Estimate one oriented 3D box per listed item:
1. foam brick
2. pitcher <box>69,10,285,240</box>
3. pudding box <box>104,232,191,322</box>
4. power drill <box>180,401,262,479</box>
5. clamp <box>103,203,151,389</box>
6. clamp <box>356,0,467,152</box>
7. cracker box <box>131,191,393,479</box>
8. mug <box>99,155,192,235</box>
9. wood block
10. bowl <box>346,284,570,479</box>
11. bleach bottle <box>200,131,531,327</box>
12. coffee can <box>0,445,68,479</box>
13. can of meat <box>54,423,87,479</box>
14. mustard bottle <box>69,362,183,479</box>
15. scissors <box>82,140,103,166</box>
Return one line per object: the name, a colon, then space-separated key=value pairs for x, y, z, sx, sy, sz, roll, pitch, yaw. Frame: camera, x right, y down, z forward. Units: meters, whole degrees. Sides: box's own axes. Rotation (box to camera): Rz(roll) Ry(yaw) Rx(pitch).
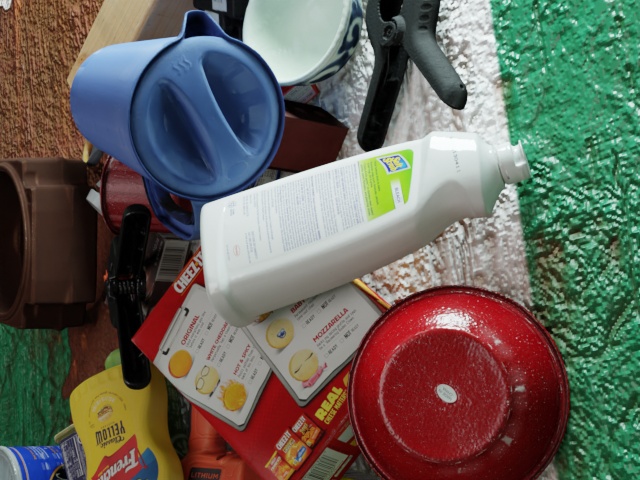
foam brick: x=-0.026 y=-0.093 z=0.947 sx=0.053 sy=0.078 sz=0.051 roll=43 pitch=118 yaw=43
pitcher: x=-0.140 y=-0.106 z=0.943 sx=0.149 sy=0.145 sz=0.243 roll=-53 pitch=28 yaw=-9
pudding box: x=-0.186 y=0.036 z=1.141 sx=0.090 sy=0.039 sz=0.113 roll=31 pitch=108 yaw=47
power drill: x=-0.076 y=0.138 z=0.989 sx=0.185 sy=0.057 sz=0.187 roll=-11 pitch=75 yaw=45
clamp: x=-0.185 y=0.054 z=1.022 sx=0.210 sy=0.036 sz=0.164 roll=171 pitch=100 yaw=-74
clamp: x=0.075 y=-0.163 z=0.870 sx=0.120 sy=0.039 sz=0.171 roll=-7 pitch=79 yaw=47
cracker box: x=-0.032 y=0.085 z=0.877 sx=0.214 sy=0.072 sz=0.164 roll=39 pitch=93 yaw=35
mug: x=-0.163 y=-0.055 z=1.088 sx=0.081 sy=0.117 sz=0.093 roll=4 pitch=121 yaw=15
wood block: x=-0.178 y=-0.220 z=1.131 sx=0.206 sy=0.090 sz=0.090 roll=-56 pitch=47 yaw=27
bowl: x=0.090 y=0.108 z=0.744 sx=0.162 sy=0.055 sz=0.162 roll=-3 pitch=81 yaw=16
bleach bottle: x=0.035 y=-0.017 z=0.806 sx=0.251 sy=0.068 sz=0.102 roll=-17 pitch=58 yaw=14
coffee can: x=-0.282 y=0.270 z=1.140 sx=0.103 sy=0.140 sz=0.103 roll=-10 pitch=77 yaw=48
can of meat: x=-0.214 y=0.233 z=1.096 sx=0.058 sy=0.101 sz=0.084 roll=-33 pitch=64 yaw=27
mustard bottle: x=-0.175 y=0.214 z=0.990 sx=0.096 sy=0.058 sz=0.192 roll=-26 pitch=62 yaw=17
scissors: x=-0.237 y=-0.127 z=1.200 sx=0.202 sy=0.016 sz=0.096 roll=-5 pitch=70 yaw=67
